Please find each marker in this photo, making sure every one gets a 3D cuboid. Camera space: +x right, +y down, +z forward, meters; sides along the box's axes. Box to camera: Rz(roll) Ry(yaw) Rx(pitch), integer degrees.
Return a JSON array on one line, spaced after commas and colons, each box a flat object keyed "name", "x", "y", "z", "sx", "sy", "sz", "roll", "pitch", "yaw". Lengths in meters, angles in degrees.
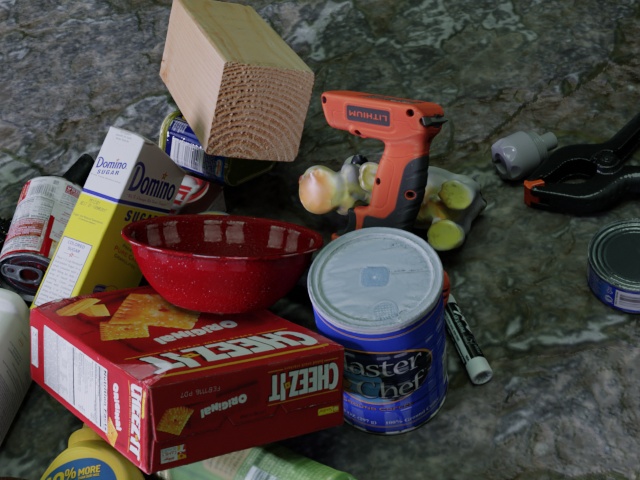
[{"name": "marker", "x": 0.118, "y": 0.073, "z": 0.923, "sx": 0.020, "sy": 0.020, "sz": 0.121, "roll": -16, "pitch": 46, "yaw": -6}]

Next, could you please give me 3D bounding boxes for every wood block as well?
[{"name": "wood block", "x": -0.086, "y": -0.161, "z": 1.039, "sx": 0.090, "sy": 0.091, "sz": 0.206, "roll": 3, "pitch": 26, "yaw": -23}]

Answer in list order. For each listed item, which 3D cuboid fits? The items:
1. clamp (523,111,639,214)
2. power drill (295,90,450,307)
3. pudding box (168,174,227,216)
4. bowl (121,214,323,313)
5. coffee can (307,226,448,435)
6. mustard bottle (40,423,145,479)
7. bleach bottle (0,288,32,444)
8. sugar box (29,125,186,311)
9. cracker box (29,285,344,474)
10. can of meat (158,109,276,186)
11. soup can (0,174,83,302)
[{"name": "clamp", "x": 0.280, "y": -0.062, "z": 1.009, "sx": 0.171, "sy": 0.039, "sz": 0.120, "roll": -25, "pitch": 43, "yaw": -5}, {"name": "power drill", "x": 0.033, "y": -0.035, "z": 0.937, "sx": 0.185, "sy": 0.188, "sz": 0.057, "roll": 11, "pitch": 14, "yaw": 26}, {"name": "pudding box", "x": -0.158, "y": -0.019, "z": 1.041, "sx": 0.090, "sy": 0.039, "sz": 0.113, "roll": 18, "pitch": 53, "yaw": 23}, {"name": "bowl", "x": -0.079, "y": 0.020, "z": 0.856, "sx": 0.162, "sy": 0.055, "sz": 0.162, "roll": 4, "pitch": 12, "yaw": -1}, {"name": "coffee can", "x": 0.049, "y": 0.074, "z": 0.850, "sx": 0.103, "sy": 0.140, "sz": 0.103, "roll": -5, "pitch": 47, "yaw": 5}, {"name": "mustard bottle", "x": -0.178, "y": 0.215, "z": 0.809, "sx": 0.096, "sy": 0.058, "sz": 0.191, "roll": -22, "pitch": 43, "yaw": 17}, {"name": "bleach bottle", "x": -0.299, "y": 0.162, "z": 0.850, "sx": 0.068, "sy": 0.102, "sz": 0.250, "roll": 4, "pitch": 48, "yaw": 12}, {"name": "sugar box", "x": -0.184, "y": -0.003, "z": 0.948, "sx": 0.048, "sy": 0.093, "sz": 0.176, "roll": 20, "pitch": 81, "yaw": 21}, {"name": "cracker box", "x": -0.108, "y": 0.092, "z": 0.821, "sx": 0.163, "sy": 0.072, "sz": 0.214, "roll": -8, "pitch": 16, "yaw": -34}, {"name": "can of meat", "x": -0.099, "y": -0.098, "z": 1.077, "sx": 0.084, "sy": 0.057, "sz": 0.101, "roll": 22, "pitch": 27, "yaw": 23}, {"name": "soup can", "x": -0.254, "y": -0.003, "z": 0.986, "sx": 0.068, "sy": 0.068, "sz": 0.102, "roll": -2, "pitch": 48, "yaw": 7}]
